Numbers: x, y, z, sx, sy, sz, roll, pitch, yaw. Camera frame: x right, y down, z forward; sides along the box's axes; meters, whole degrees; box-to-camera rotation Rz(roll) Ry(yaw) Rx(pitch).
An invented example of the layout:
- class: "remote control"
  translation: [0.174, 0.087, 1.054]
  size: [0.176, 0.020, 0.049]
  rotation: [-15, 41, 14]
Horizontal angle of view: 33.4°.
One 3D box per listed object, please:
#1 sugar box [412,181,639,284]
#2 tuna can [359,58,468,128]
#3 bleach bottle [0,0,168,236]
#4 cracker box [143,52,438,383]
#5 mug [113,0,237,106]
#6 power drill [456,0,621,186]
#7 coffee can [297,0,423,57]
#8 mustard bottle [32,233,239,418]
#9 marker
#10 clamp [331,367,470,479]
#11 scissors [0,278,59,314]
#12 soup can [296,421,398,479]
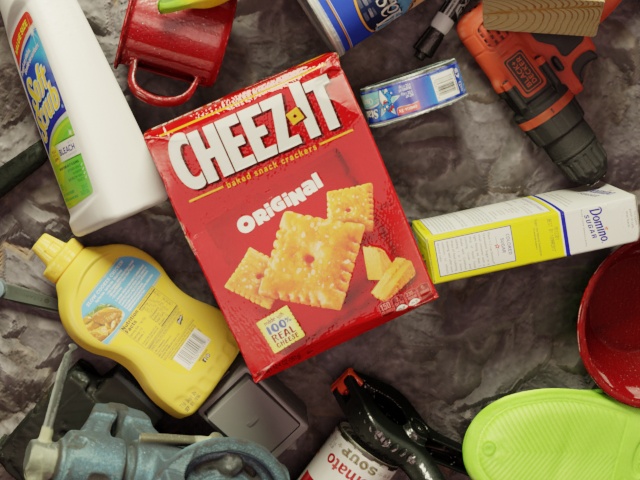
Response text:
- class: "sugar box"
  translation: [0.171, -0.008, 0.906]
  size: [0.176, 0.093, 0.048]
  rotation: [-9, 101, -1]
- class: "tuna can"
  translation: [0.076, -0.122, 0.884]
  size: [0.086, 0.086, 0.034]
  rotation: [-19, 99, 0]
- class: "bleach bottle"
  translation: [-0.210, -0.133, 0.869]
  size: [0.068, 0.103, 0.251]
  rotation: [-26, 95, -33]
- class: "cracker box"
  translation: [-0.022, -0.019, 0.844]
  size: [0.164, 0.072, 0.213]
  rotation: [-24, 100, -2]
- class: "mug"
  translation: [-0.118, -0.162, 0.858]
  size: [0.081, 0.093, 0.117]
  rotation: [15, 69, -11]
- class: "power drill"
  translation: [0.235, -0.164, 0.899]
  size: [0.187, 0.057, 0.184]
  rotation: [-38, 100, 4]
- class: "coffee can"
  translation: [0.045, -0.227, 0.853]
  size: [0.140, 0.103, 0.103]
  rotation: [-32, 101, 3]
- class: "mustard bottle"
  translation: [-0.163, 0.060, 0.910]
  size: [0.191, 0.058, 0.096]
  rotation: [39, 67, -9]
- class: "marker"
  translation: [0.117, -0.205, 0.904]
  size: [0.020, 0.020, 0.121]
  rotation: [33, 97, -9]
- class: "clamp"
  translation: [0.079, 0.182, 0.929]
  size: [0.171, 0.120, 0.039]
  rotation: [36, 110, -5]
- class: "scissors"
  translation: [-0.300, 0.054, 0.928]
  size: [0.201, 0.016, 0.096]
  rotation: [33, 94, -7]
- class: "soup can"
  translation: [0.015, 0.222, 0.953]
  size: [0.068, 0.068, 0.102]
  rotation: [35, 96, -9]
